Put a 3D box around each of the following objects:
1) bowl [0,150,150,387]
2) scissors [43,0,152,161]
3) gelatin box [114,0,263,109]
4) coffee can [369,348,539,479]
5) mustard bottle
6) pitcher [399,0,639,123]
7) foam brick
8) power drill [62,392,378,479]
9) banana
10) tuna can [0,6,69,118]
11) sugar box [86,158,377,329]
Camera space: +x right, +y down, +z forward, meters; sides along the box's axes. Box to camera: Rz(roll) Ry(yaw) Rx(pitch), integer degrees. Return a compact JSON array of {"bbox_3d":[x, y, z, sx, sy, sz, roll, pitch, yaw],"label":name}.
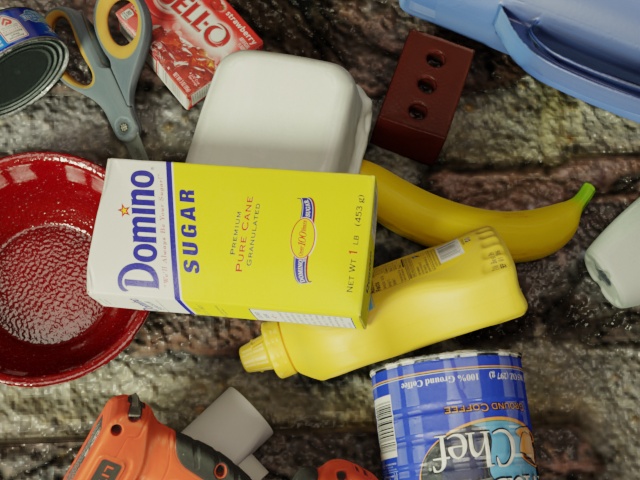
[{"bbox_3d":[-0.189,0.023,0.729,0.162,0.055,0.162,1,74,-5],"label":"bowl"},{"bbox_3d":[-0.130,-0.100,0.773,0.096,0.016,0.202,-40,79,17],"label":"scissors"},{"bbox_3d":[-0.099,-0.155,0.802,0.073,0.030,0.089,-38,81,-14],"label":"gelatin box"},{"bbox_3d":[0.090,0.149,0.694,0.102,0.103,0.140,-4,74,-7],"label":"coffee can"},{"bbox_3d":[0.037,0.049,0.718,0.191,0.096,0.058,-19,107,5],"label":"mustard bottle"},{"bbox_3d":[0.183,-0.177,0.782,0.243,0.149,0.145,20,97,4],"label":"pitcher"},{"bbox_3d":[0.075,-0.106,0.793,0.053,0.051,0.078,19,73,1],"label":"foam brick"},{"bbox_3d":[-0.076,0.193,0.659,0.187,0.057,0.184,28,89,-13],"label":"power drill"},{"bbox_3d":[0.104,-0.019,0.781,0.197,0.037,0.069,8,54,-5],"label":"banana"},{"bbox_3d":[-0.223,-0.124,0.753,0.086,0.086,0.034,-36,79,-14],"label":"tuna can"},{"bbox_3d":[-0.054,0.001,0.675,0.176,0.048,0.093,4,74,8],"label":"sugar box"}]
